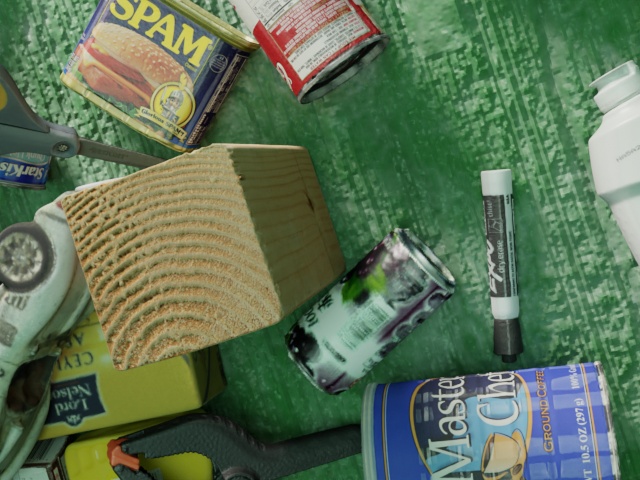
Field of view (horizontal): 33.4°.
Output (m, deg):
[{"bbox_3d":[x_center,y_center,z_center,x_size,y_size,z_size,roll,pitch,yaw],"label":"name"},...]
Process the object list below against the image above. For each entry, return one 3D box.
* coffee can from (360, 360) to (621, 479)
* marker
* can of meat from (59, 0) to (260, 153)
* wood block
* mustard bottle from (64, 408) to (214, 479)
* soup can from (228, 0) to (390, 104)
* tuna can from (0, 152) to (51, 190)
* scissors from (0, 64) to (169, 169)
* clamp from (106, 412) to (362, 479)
[{"bbox_3d":[0.102,0.130,0.636,0.140,0.102,0.103,-7,93,11],"label":"coffee can"},{"bbox_3d":[0.114,0.016,0.668,0.020,0.020,0.121,-4,94,10],"label":"marker"},{"bbox_3d":[-0.103,-0.115,0.679,0.102,0.057,0.084,32,101,6],"label":"can of meat"},{"bbox_3d":[-0.053,0.001,0.602,0.090,0.206,0.091,-18,91,11],"label":"wood block"},{"bbox_3d":[-0.098,0.213,0.701,0.096,0.058,0.191,-14,92,4],"label":"mustard bottle"},{"bbox_3d":[-0.014,-0.144,0.654,0.068,0.068,0.102,-36,87,11],"label":"soup can"},{"bbox_3d":[-0.217,-0.058,0.689,0.086,0.086,0.034,14,95,9],"label":"tuna can"},{"bbox_3d":[-0.157,-0.072,0.630,0.201,0.096,0.016,0,51,-22],"label":"scissors"},{"bbox_3d":[-0.051,0.165,0.664,0.171,0.039,0.120,11,79,-15],"label":"clamp"}]
